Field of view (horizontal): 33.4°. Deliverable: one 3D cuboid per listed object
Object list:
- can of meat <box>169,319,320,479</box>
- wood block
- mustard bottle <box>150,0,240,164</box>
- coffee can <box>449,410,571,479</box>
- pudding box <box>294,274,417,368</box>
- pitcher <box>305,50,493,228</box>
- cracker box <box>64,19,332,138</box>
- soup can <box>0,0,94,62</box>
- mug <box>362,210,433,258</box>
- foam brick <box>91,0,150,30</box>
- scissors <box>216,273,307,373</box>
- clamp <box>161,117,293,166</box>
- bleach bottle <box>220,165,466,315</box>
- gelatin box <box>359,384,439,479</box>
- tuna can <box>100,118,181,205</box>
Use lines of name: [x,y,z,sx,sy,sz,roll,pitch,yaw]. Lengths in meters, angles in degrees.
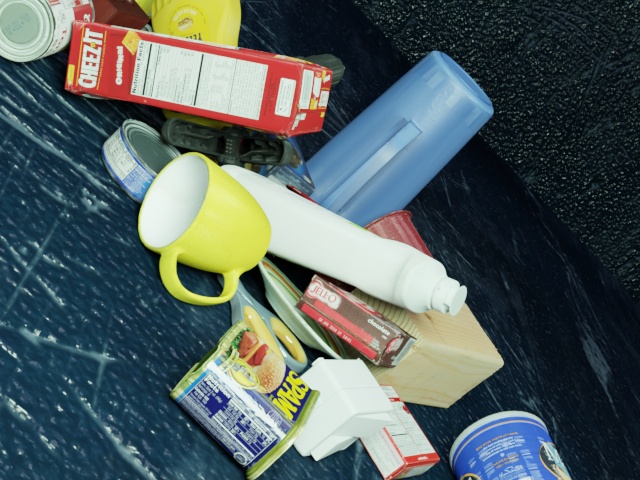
can of meat: [-0.054,0.113,0.777,0.084,0.057,0.102,45,16,-2]
wood block: [0.098,0.107,1.107,0.205,0.090,0.091,22,32,-57]
mustard bottle: [-0.126,-0.171,1.129,0.058,0.096,0.191,18,65,-68]
coffee can: [0.192,0.247,1.009,0.102,0.103,0.140,36,21,-34]
pudding box: [0.033,0.074,0.950,0.090,0.039,0.113,35,-1,15]
pitcher: [0.090,-0.112,1.306,0.144,0.243,0.149,31,23,-40]
cracker box: [-0.108,-0.151,1.004,0.214,0.072,0.164,12,9,8]
soup can: [-0.251,-0.199,0.955,0.068,0.069,0.102,46,17,-7]
mug: [0.087,0.028,1.285,0.081,0.093,0.117,60,-17,20]
foam brick: [-0.228,-0.239,1.127,0.053,0.051,0.078,51,17,9]
scissors: [-0.068,0.047,0.959,0.096,0.016,0.202,32,23,-48]
clamp: [-0.094,-0.093,1.029,0.120,0.039,0.171,17,-1,-10]
bleach bottle: [0.015,0.006,0.974,0.251,0.068,0.102,24,4,29]
gelatin box: [0.061,0.173,0.975,0.089,0.030,0.073,56,20,23]
tuna can: [-0.155,-0.066,0.959,0.086,0.034,0.086,43,18,-17]
